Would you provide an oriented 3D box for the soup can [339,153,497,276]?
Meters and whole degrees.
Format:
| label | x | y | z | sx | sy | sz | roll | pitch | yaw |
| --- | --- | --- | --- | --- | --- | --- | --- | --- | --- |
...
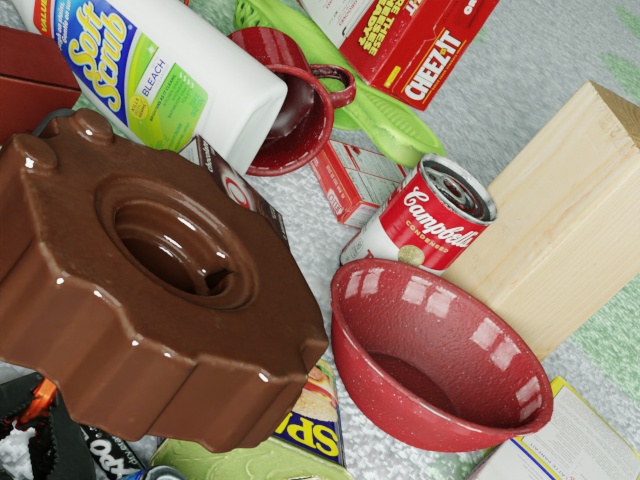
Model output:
| label | x | y | z | sx | sy | sz | roll | pitch | yaw |
| --- | --- | --- | --- | --- | --- | --- | --- | --- | --- |
| soup can | 0.068 | -0.004 | 0.768 | 0.068 | 0.102 | 0.068 | 30 | 30 | -19 |

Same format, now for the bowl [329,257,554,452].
| label | x | y | z | sx | sy | sz | roll | pitch | yaw |
| --- | --- | --- | --- | --- | --- | --- | --- | --- | --- |
| bowl | 0.066 | 0.082 | 0.680 | 0.162 | 0.055 | 0.162 | 24 | 28 | -14 |

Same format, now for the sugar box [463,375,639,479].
| label | x | y | z | sx | sy | sz | roll | pitch | yaw |
| --- | --- | --- | --- | --- | --- | --- | --- | --- | --- |
| sugar box | 0.149 | 0.162 | 0.693 | 0.093 | 0.048 | 0.175 | 46 | 33 | 11 |

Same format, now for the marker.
| label | x | y | z | sx | sy | sz | roll | pitch | yaw |
| --- | --- | --- | --- | --- | --- | --- | --- | --- | --- |
| marker | -0.093 | 0.108 | 0.503 | 0.121 | 0.020 | 0.020 | 48 | 29 | 14 |

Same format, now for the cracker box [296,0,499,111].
| label | x | y | z | sx | sy | sz | roll | pitch | yaw |
| --- | --- | --- | --- | --- | --- | --- | --- | --- | --- |
| cracker box | 0.070 | -0.230 | 0.909 | 0.072 | 0.164 | 0.214 | 21 | 22 | -33 |

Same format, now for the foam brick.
| label | x | y | z | sx | sy | sz | roll | pitch | yaw |
| --- | --- | --- | --- | --- | --- | --- | --- | --- | --- |
| foam brick | -0.193 | -0.092 | 0.632 | 0.078 | 0.053 | 0.051 | 6 | 44 | -48 |

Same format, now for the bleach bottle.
| label | x | y | z | sx | sy | sz | roll | pitch | yaw |
| --- | --- | --- | --- | --- | --- | --- | --- | --- | --- |
| bleach bottle | -0.146 | -0.138 | 0.726 | 0.251 | 0.103 | 0.068 | 38 | 34 | 9 |

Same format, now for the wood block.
| label | x | y | z | sx | sy | sz | roll | pitch | yaw |
| --- | --- | --- | --- | --- | --- | --- | --- | --- | --- |
| wood block | 0.169 | -0.002 | 0.777 | 0.090 | 0.206 | 0.090 | 18 | 36 | -35 |

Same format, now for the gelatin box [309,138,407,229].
| label | x | y | z | sx | sy | sz | roll | pitch | yaw |
| --- | --- | --- | --- | --- | --- | --- | --- | --- | --- |
| gelatin box | 0.039 | -0.040 | 0.862 | 0.089 | 0.030 | 0.073 | 12 | 40 | -42 |

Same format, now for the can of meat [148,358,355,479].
| label | x | y | z | sx | sy | sz | roll | pitch | yaw |
| --- | --- | --- | --- | --- | --- | --- | --- | --- | --- |
| can of meat | -0.035 | 0.094 | 0.554 | 0.102 | 0.058 | 0.084 | 27 | 29 | -22 |

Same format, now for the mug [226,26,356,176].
| label | x | y | z | sx | sy | sz | roll | pitch | yaw |
| --- | --- | --- | --- | --- | --- | --- | --- | --- | --- |
| mug | -0.031 | -0.110 | 0.799 | 0.117 | 0.093 | 0.081 | -13 | 38 | -4 |

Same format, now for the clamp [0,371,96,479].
| label | x | y | z | sx | sy | sz | roll | pitch | yaw |
| --- | --- | --- | --- | --- | --- | --- | --- | --- | --- |
| clamp | -0.142 | 0.111 | 0.421 | 0.120 | 0.039 | 0.171 | 32 | 26 | -25 |
